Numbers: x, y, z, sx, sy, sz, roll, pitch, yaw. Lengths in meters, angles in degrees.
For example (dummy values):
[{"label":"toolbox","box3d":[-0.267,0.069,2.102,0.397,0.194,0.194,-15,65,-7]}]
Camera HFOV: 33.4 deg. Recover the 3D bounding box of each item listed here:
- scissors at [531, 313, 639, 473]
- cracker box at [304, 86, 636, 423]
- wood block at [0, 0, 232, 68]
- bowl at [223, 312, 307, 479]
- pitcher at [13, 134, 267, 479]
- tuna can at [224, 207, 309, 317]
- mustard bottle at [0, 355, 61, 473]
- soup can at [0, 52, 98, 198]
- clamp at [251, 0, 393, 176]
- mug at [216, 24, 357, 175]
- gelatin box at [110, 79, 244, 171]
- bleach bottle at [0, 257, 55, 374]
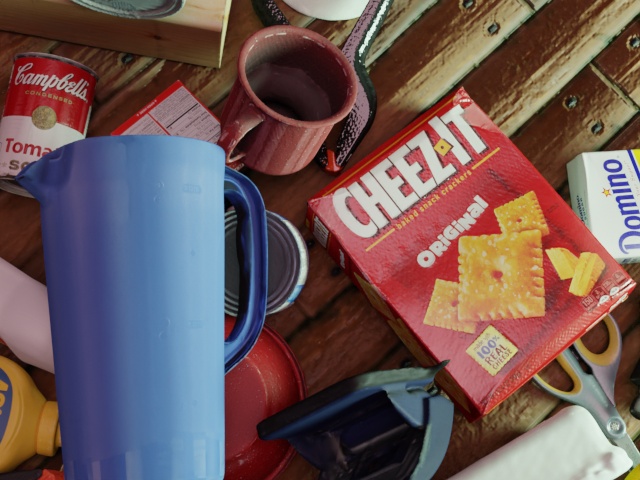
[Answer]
[{"label":"scissors","box3d":[0.246,0.133,0.873,0.202,0.016,0.096,44,78,3]},{"label":"cracker box","box3d":[0.115,0.010,0.846,0.164,0.072,0.214,-37,79,-11]},{"label":"wood block","box3d":[-0.175,-0.211,0.858,0.206,0.091,0.090,10,78,-4]},{"label":"bowl","box3d":[-0.087,0.126,0.822,0.162,0.055,0.162,1,80,-5]},{"label":"pitcher","box3d":[-0.117,0.053,0.746,0.149,0.145,0.243,-5,83,8]},{"label":"tuna can","box3d":[-0.052,0.017,0.836,0.086,0.033,0.086,0,89,13]},{"label":"mustard bottle","box3d":[-0.271,0.130,0.800,0.191,0.058,0.096,10,70,-4]},{"label":"soup can","box3d":[-0.219,-0.088,0.842,0.068,0.068,0.102,10,79,-4]},{"label":"clamp","box3d":[-0.004,-0.141,0.888,0.120,0.039,0.171,5,82,11]},{"label":"mug","box3d":[-0.036,-0.096,0.810,0.093,0.082,0.117,42,56,5]},{"label":"gelatin box","box3d":[-0.112,-0.074,0.861,0.073,0.030,0.089,-41,71,-11]},{"label":"bleach bottle","box3d":[-0.262,0.033,0.797,0.251,0.103,0.068,29,69,0]}]
